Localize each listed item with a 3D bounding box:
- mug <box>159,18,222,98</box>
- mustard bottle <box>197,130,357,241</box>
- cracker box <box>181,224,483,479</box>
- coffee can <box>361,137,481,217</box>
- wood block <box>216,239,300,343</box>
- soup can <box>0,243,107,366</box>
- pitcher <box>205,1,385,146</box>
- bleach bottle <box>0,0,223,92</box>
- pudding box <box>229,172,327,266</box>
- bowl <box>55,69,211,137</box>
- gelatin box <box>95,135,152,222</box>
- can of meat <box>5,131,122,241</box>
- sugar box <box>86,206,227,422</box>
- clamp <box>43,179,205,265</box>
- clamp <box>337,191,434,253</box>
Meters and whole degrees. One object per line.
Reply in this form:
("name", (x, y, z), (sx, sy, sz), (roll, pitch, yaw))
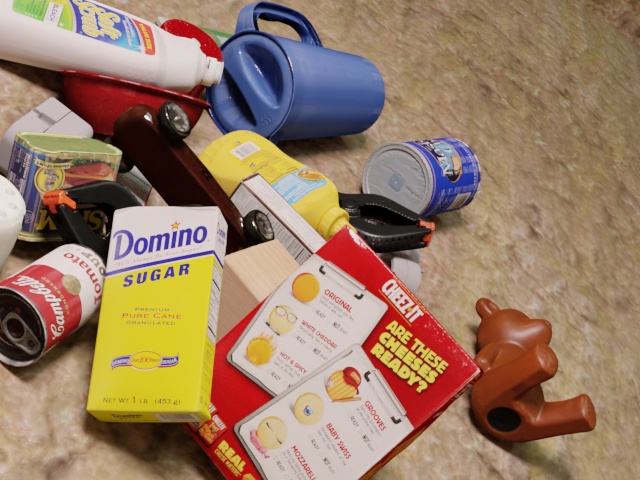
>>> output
("mug", (-0.173, -0.200, 1.235), (0.093, 0.082, 0.117), (45, 31, 7))
("mustard bottle", (-0.039, -0.049, 1.150), (0.192, 0.058, 0.096), (33, 42, 26))
("cracker box", (0.002, 0.120, 0.885), (0.164, 0.214, 0.072), (48, 3, 15))
("coffee can", (0.134, -0.081, 1.400), (0.103, 0.103, 0.140), (51, 32, 18))
("wood block", (-0.023, 0.109, 0.991), (0.206, 0.091, 0.090), (49, 31, 14))
("soup can", (-0.223, 0.050, 0.869), (0.068, 0.069, 0.102), (42, 30, 3))
("pitcher", (-0.022, -0.199, 1.350), (0.145, 0.149, 0.242), (41, 25, 24))
("bleach bottle", (-0.228, -0.213, 1.140), (0.250, 0.068, 0.102), (12, 42, -13))
("pudding box", (-0.057, 0.001, 1.093), (0.113, 0.090, 0.039), (45, 31, 8))
("bowl", (-0.197, -0.131, 1.102), (0.162, 0.055, 0.162), (12, 2, -1))
("gelatin box", (-0.207, -0.055, 1.060), (0.073, 0.030, 0.089), (33, 31, -15))
("can of meat", (-0.233, -0.048, 0.954), (0.058, 0.084, 0.101), (29, 19, 37))
("sugar box", (-0.131, 0.058, 0.871), (0.093, 0.048, 0.176), (-1, 69, 8))
("clamp", (-0.172, 0.007, 0.951), (0.171, 0.039, 0.120), (19, 68, -41))
("clamp", (0.024, -0.022, 1.214), (0.210, 0.036, 0.164), (16, 36, 3))
